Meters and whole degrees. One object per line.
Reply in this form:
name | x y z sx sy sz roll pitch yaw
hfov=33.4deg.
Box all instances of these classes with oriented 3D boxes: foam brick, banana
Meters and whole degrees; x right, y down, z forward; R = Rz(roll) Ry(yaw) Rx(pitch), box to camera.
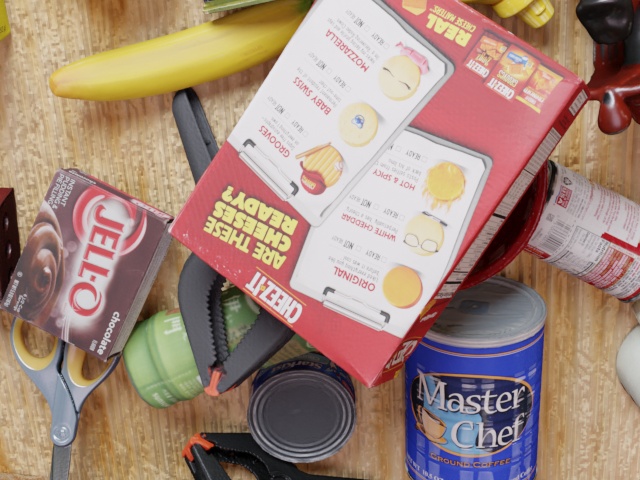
foam brick | -0.251 0.006 0.776 0.051 0.053 0.078 1 115 0
banana | -0.081 -0.129 0.710 0.198 0.069 0.037 -17 75 14

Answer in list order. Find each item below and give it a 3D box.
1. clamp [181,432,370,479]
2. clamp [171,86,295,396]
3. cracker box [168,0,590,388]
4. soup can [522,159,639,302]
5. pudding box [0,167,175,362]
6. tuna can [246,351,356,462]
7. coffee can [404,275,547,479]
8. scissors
clamp | -0.028 0.201 0.854 0.171 0.120 0.039 40 130 3
clamp | -0.055 0.001 0.735 0.165 0.036 0.210 23 99 18
cracker box | 0.034 -0.046 0.649 0.164 0.072 0.214 37 100 18
soup can | 0.189 -0.007 0.760 0.102 0.068 0.069 26 112 -10
pudding box | -0.164 0.016 0.762 0.090 0.039 0.113 25 98 10
tuna can | -0.014 0.131 0.842 0.086 0.033 0.086 0 114 0
coffee can | 0.113 0.109 0.794 0.103 0.103 0.140 -2 114 1
scissors | -0.211 0.132 0.814 0.096 0.016 0.202 21 89 4
